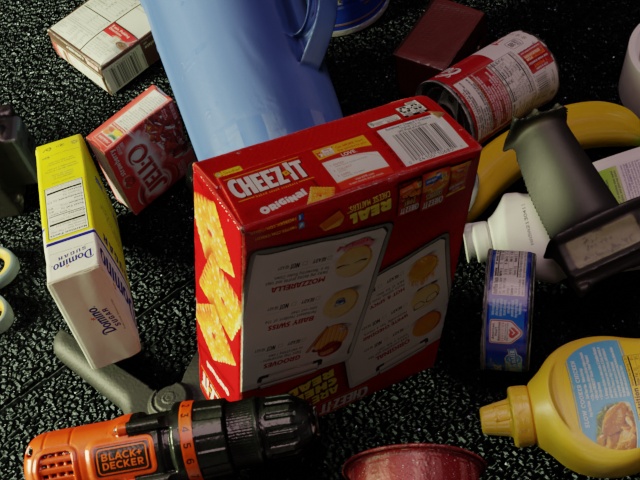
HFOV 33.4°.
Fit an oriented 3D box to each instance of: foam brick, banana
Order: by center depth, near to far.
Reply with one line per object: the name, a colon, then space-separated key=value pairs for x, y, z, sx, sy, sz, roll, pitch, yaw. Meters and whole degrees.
banana: x=0.176 y=-0.068 z=0.852 sx=0.197 sy=0.037 sz=0.070 roll=-21 pitch=51 yaw=-4
foam brick: x=0.105 y=-0.162 z=0.926 sx=0.051 sy=0.053 sz=0.078 roll=22 pitch=63 yaw=25

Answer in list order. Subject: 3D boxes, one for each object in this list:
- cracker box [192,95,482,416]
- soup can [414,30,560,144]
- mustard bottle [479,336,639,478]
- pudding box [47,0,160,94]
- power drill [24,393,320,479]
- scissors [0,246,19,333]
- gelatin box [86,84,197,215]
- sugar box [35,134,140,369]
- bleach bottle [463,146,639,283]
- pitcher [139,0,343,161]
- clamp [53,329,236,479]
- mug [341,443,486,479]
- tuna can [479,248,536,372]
cracker box: x=0.004 y=0.023 z=0.692 sx=0.164 sy=0.214 sz=0.072 roll=-20 pitch=51 yaw=-23
soup can: x=0.138 y=-0.121 z=0.872 sx=0.102 sy=0.068 sz=0.069 roll=-32 pitch=54 yaw=-22
mustard bottle: x=0.202 y=0.108 z=0.707 sx=0.191 sy=0.058 sz=0.096 roll=-8 pitch=55 yaw=6
pudding box: x=-0.190 y=-0.203 z=1.025 sx=0.113 sy=0.039 sz=0.090 roll=-41 pitch=57 yaw=-20
power drill: x=-0.079 y=0.193 z=0.654 sx=0.184 sy=0.057 sz=0.187 roll=-10 pitch=83 yaw=5
scissors: x=-0.339 y=0.035 z=0.897 sx=0.202 sy=0.016 sz=0.096 roll=11 pitch=56 yaw=19
gelatin box: x=-0.146 y=-0.074 z=0.890 sx=0.073 sy=0.089 sz=0.030 roll=-41 pitch=58 yaw=-18
sugar box: x=-0.179 y=0.004 z=0.816 sx=0.048 sy=0.093 sz=0.176 roll=-21 pitch=41 yaw=-5
bleach bottle: x=0.230 y=-0.027 z=0.797 sx=0.251 sy=0.068 sz=0.102 roll=-11 pitch=56 yaw=6
pitcher: x=-0.050 y=-0.136 z=0.817 sx=0.145 sy=0.149 sz=0.243 roll=-16 pitch=59 yaw=-6
clamp: x=-0.116 y=0.122 z=0.775 sx=0.164 sy=0.036 sz=0.210 roll=-13 pitch=49 yaw=4
mug: x=0.071 y=0.184 z=0.670 sx=0.117 sy=0.093 sz=0.081 roll=15 pitch=56 yaw=-23
tuna can: x=0.132 y=0.049 z=0.747 sx=0.034 sy=0.086 sz=0.086 roll=4 pitch=55 yaw=12
